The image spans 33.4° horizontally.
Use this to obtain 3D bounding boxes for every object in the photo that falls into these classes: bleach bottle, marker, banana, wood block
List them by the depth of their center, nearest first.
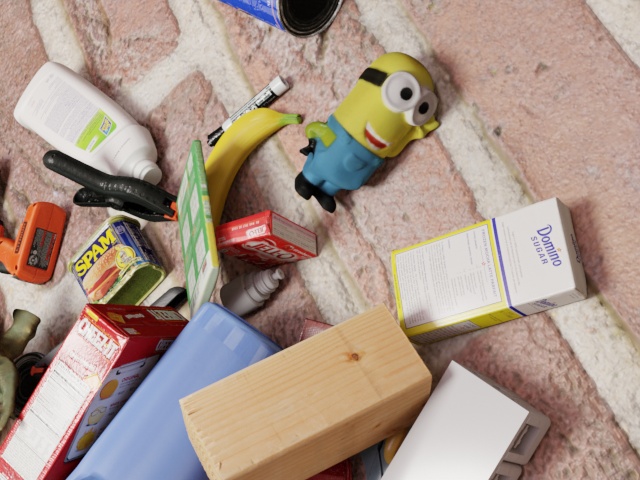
[{"bbox_3d":[-0.012,0.152,0.964,0.206,0.090,0.091,-24,59,-15],"label":"wood block"},{"bbox_3d":[-0.103,-0.080,1.226,0.070,0.037,0.198,40,99,37],"label":"banana"},{"bbox_3d":[-0.087,-0.149,1.249,0.121,0.020,0.020,-38,57,19],"label":"marker"},{"bbox_3d":[-0.288,-0.132,1.358,0.251,0.068,0.102,39,99,34],"label":"bleach bottle"}]

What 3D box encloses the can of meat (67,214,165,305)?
[{"bbox_3d":[-0.242,0.035,1.273,0.102,0.057,0.084,-45,58,15],"label":"can of meat"}]

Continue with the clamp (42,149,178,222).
[{"bbox_3d":[-0.244,-0.054,1.285,0.171,0.120,0.039,21,76,7],"label":"clamp"}]

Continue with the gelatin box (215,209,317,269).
[{"bbox_3d":[-0.058,0.001,1.134,0.073,0.089,0.030,-14,67,30],"label":"gelatin box"}]

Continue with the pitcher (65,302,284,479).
[{"bbox_3d":[-0.133,0.191,1.070,0.145,0.149,0.243,36,82,-7],"label":"pitcher"}]

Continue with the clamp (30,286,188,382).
[{"bbox_3d":[-0.238,0.134,1.234,0.210,0.036,0.164,-1,73,23],"label":"clamp"}]

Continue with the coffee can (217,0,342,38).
[{"bbox_3d":[-0.055,-0.302,1.225,0.140,0.102,0.103,33,94,37],"label":"coffee can"}]

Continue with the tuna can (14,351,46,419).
[{"bbox_3d":[-0.349,0.181,1.312,0.086,0.033,0.086,-12,68,31],"label":"tuna can"}]

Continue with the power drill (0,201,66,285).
[{"bbox_3d":[-0.421,-0.020,1.416,0.188,0.057,0.184,6,82,39],"label":"power drill"}]

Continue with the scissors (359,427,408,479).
[{"bbox_3d":[0.041,0.233,1.035,0.096,0.016,0.202,34,95,39],"label":"scissors"}]

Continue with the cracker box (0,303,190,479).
[{"bbox_3d":[-0.230,0.169,1.109,0.072,0.164,0.214,35,99,21],"label":"cracker box"}]

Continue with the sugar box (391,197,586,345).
[{"bbox_3d":[0.156,0.032,1.005,0.176,0.048,0.093,-17,65,25],"label":"sugar box"}]
